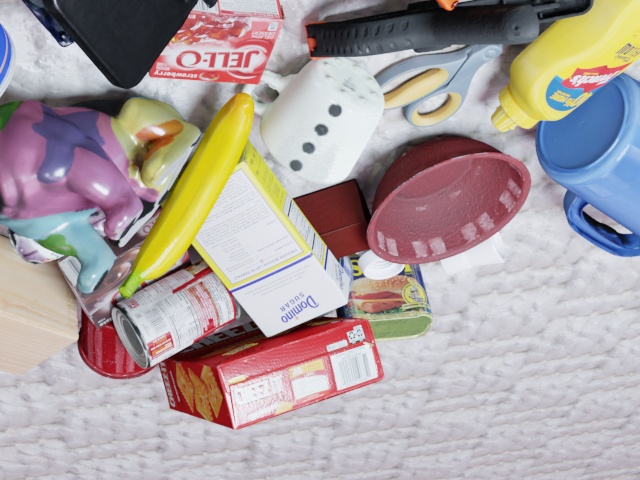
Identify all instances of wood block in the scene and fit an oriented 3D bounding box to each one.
[{"bbox_3d":[-0.331,0.044,0.969,0.091,0.090,0.205,-31,143,28],"label":"wood block"}]

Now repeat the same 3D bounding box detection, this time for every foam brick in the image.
[{"bbox_3d":[0.010,-0.016,1.023,0.078,0.051,0.053,-17,147,8],"label":"foam brick"}]

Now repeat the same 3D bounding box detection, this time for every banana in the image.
[{"bbox_3d":[-0.102,-0.038,0.877,0.037,0.069,0.198,29,106,-10],"label":"banana"}]

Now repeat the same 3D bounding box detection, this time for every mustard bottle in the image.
[{"bbox_3d":[0.210,-0.150,0.857,0.096,0.058,0.192,-3,151,-48],"label":"mustard bottle"}]

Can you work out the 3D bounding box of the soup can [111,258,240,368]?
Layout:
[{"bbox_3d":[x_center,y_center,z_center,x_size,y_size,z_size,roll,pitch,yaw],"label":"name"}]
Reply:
[{"bbox_3d":[-0.136,0.068,1.004,0.102,0.068,0.068,-28,156,-25],"label":"soup can"}]

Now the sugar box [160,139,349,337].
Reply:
[{"bbox_3d":[-0.056,0.001,0.968,0.093,0.048,0.176,-24,122,21],"label":"sugar box"}]

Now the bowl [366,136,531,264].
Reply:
[{"bbox_3d":[0.111,-0.046,0.992,0.162,0.055,0.162,-15,148,-10],"label":"bowl"}]

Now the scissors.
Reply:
[{"bbox_3d":[0.138,-0.147,0.890,0.202,0.016,0.096,-20,149,13],"label":"scissors"}]

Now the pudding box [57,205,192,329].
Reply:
[{"bbox_3d":[-0.180,0.022,0.997,0.113,0.039,0.090,-32,151,-13],"label":"pudding box"}]

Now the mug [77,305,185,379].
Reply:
[{"bbox_3d":[-0.187,0.083,1.072,0.117,0.093,0.082,17,141,3],"label":"mug"}]

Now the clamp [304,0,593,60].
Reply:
[{"bbox_3d":[0.081,-0.153,0.763,0.210,0.036,0.164,-4,-165,22],"label":"clamp"}]

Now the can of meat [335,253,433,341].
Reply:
[{"bbox_3d":[0.063,0.059,1.129,0.102,0.084,0.057,-4,148,-12],"label":"can of meat"}]

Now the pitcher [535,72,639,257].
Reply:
[{"bbox_3d":[0.302,-0.059,0.984,0.242,0.145,0.149,22,94,-37],"label":"pitcher"}]

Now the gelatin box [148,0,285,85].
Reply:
[{"bbox_3d":[-0.079,-0.151,0.795,0.089,0.030,0.073,2,146,-21],"label":"gelatin box"}]

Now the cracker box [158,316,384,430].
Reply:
[{"bbox_3d":[-0.059,0.126,1.091,0.164,0.072,0.214,-16,-176,-24],"label":"cracker box"}]
